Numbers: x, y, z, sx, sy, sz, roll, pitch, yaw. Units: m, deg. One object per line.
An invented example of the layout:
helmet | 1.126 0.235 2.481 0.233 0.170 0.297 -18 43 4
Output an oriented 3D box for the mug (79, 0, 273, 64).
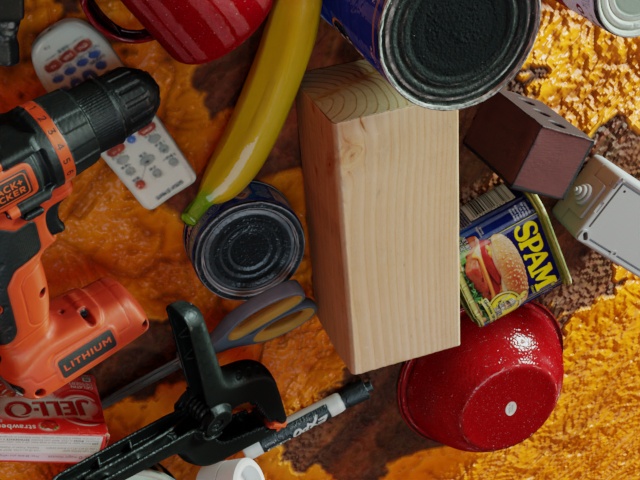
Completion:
mug | -0.090 -0.156 0.645 0.117 0.093 0.081 -25 133 20

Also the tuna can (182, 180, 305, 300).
tuna can | -0.055 0.001 0.780 0.086 0.034 0.086 -10 122 -16

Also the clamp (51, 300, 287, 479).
clamp | -0.085 0.118 0.787 0.209 0.036 0.165 9 117 -56

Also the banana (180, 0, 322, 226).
banana | -0.036 -0.097 0.708 0.037 0.069 0.198 25 117 -1

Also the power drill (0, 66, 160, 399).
power drill | -0.166 -0.002 0.670 0.184 0.057 0.187 -32 136 -23

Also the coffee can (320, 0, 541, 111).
coffee can | 0.058 -0.155 0.665 0.102 0.140 0.103 -10 122 -16

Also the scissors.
scissors | -0.083 0.086 0.826 0.202 0.016 0.096 -34 158 25

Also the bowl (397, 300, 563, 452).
bowl | 0.151 0.129 0.923 0.162 0.055 0.162 -10 123 -16

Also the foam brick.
foam brick | 0.153 -0.072 0.790 0.052 0.078 0.051 10 115 -28

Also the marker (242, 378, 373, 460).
marker | -0.011 0.149 0.895 0.121 0.020 0.020 -26 125 -4

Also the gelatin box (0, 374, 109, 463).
gelatin box | -0.203 0.127 0.774 0.089 0.073 0.030 6 117 -24

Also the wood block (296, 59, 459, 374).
wood block | 0.043 -0.018 0.772 0.090 0.090 0.206 -14 123 -13

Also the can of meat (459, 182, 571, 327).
can of meat | 0.141 0.010 0.848 0.084 0.057 0.102 -28 125 0
